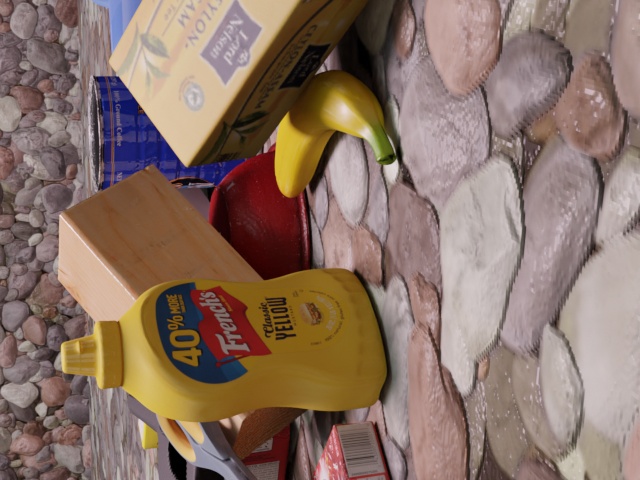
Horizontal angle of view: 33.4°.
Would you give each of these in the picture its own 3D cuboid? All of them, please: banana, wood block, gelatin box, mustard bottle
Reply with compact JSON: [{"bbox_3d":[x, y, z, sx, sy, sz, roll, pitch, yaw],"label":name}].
[{"bbox_3d":[-0.001,-0.072,0.702,0.198,0.037,0.069,168,100,-73],"label":"banana"},{"bbox_3d":[-0.098,0.055,0.795,0.206,0.090,0.091,45,147,19],"label":"wood block"},{"bbox_3d":[0.023,0.171,0.677,0.073,0.030,0.089,107,154,-49],"label":"gelatin box"},{"bbox_3d":[-0.062,0.065,0.658,0.058,0.191,0.096,105,156,-46],"label":"mustard bottle"}]

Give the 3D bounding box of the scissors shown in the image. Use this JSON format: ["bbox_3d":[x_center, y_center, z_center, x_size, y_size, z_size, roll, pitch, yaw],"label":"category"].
[{"bbox_3d":[-0.061,0.165,0.733,0.202,0.016,0.096,52,151,14],"label":"scissors"}]

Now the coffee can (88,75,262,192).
[{"bbox_3d":[-0.131,-0.096,0.950,0.103,0.140,0.103,177,90,-73],"label":"coffee can"}]

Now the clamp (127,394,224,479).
[{"bbox_3d":[-0.114,0.147,0.866,0.165,0.036,0.210,-60,32,36],"label":"clamp"}]

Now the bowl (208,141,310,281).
[{"bbox_3d":[-0.056,0.001,0.866,0.162,0.055,0.162,177,90,-73],"label":"bowl"}]
